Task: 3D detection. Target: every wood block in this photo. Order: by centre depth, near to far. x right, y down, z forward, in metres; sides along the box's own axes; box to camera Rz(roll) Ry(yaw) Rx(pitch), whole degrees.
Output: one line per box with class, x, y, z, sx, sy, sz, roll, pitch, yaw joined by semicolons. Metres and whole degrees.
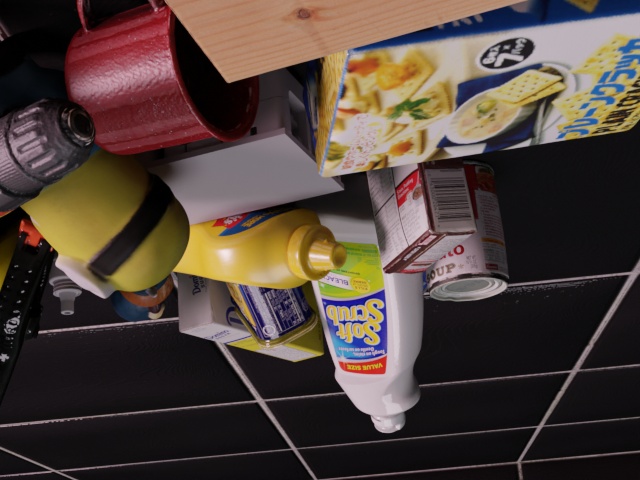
wood block;0.035;-0.152;0.471;0.206;0.090;0.090;-13;154;14

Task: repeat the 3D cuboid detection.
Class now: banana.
banana;-0.246;0.008;0.931;0.069;0.037;0.198;21;143;-26

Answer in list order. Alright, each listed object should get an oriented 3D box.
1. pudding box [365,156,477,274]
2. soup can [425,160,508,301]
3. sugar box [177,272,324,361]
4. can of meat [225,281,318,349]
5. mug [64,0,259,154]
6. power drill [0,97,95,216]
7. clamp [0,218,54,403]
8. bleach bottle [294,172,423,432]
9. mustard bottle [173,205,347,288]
pudding box;0.068;-0.042;0.767;0.039;0.113;0.090;-1;160;-20
soup can;0.117;-0.007;0.889;0.068;0.102;0.068;-4;160;-2
sugar box;-0.065;0.057;1.036;0.048;0.093;0.176;-17;157;29
can of meat;-0.053;0.031;0.921;0.057;0.102;0.084;-28;118;-10
mug;-0.098;-0.105;0.616;0.082;0.093;0.117;-10;129;26
power drill;-0.232;-0.079;0.562;0.185;0.057;0.187;-20;124;32
clamp;-0.253;0.072;0.873;0.036;0.164;0.210;19;135;-8
bleach bottle;0.049;0.065;0.910;0.103;0.068;0.251;9;128;30
mustard bottle;-0.055;0.001;0.819;0.192;0.058;0.096;10;-158;43
